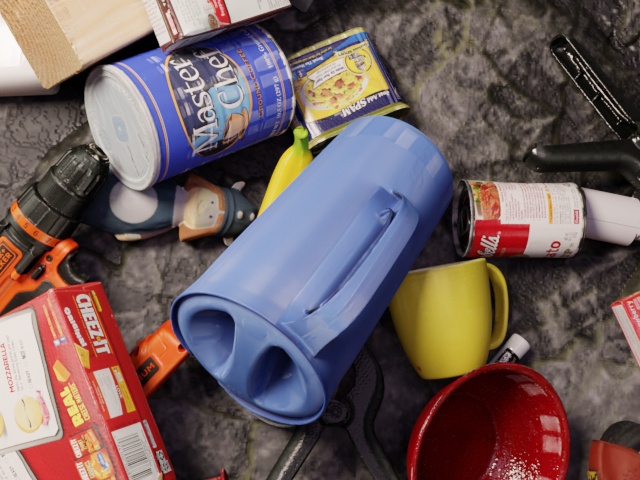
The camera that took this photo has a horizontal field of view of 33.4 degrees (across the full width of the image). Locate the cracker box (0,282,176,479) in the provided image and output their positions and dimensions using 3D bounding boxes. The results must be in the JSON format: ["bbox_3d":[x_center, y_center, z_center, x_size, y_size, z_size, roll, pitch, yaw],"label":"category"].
[{"bbox_3d":[-0.231,0.148,0.805,0.214,0.072,0.164,-27,82,23],"label":"cracker box"}]

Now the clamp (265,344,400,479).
[{"bbox_3d":[0.002,0.146,0.859,0.120,0.039,0.171,-5,73,-8],"label":"clamp"}]

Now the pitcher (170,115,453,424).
[{"bbox_3d":[0.011,0.010,0.818,0.149,0.145,0.242,20,52,25],"label":"pitcher"}]

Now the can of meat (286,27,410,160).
[{"bbox_3d":[0.014,-0.128,0.936,0.102,0.057,0.084,-24,81,-11],"label":"can of meat"}]

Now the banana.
[{"bbox_3d":[-0.047,-0.001,0.901,0.037,0.069,0.198,21,92,24],"label":"banana"}]

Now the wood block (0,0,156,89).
[{"bbox_3d":[-0.150,-0.215,0.875,0.205,0.091,0.090,-36,105,-31],"label":"wood block"}]

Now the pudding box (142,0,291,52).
[{"bbox_3d":[-0.088,-0.208,0.837,0.113,0.039,0.090,-26,99,-35],"label":"pudding box"}]

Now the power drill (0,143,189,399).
[{"bbox_3d":[-0.184,0.041,0.858,0.187,0.057,0.184,44,105,3],"label":"power drill"}]

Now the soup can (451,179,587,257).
[{"bbox_3d":[0.171,-0.019,0.928,0.102,0.068,0.068,1,80,-7],"label":"soup can"}]

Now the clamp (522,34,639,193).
[{"bbox_3d":[0.280,-0.095,0.958,0.210,0.036,0.164,21,55,-12],"label":"clamp"}]

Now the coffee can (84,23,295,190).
[{"bbox_3d":[-0.106,-0.112,0.873,0.140,0.103,0.103,-26,83,-32],"label":"coffee can"}]

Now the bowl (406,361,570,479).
[{"bbox_3d":[0.127,0.175,0.877,0.161,0.055,0.162,-4,98,-29],"label":"bowl"}]

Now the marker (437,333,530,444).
[{"bbox_3d":[0.136,0.130,0.922,0.020,0.020,0.121,43,78,2],"label":"marker"}]
